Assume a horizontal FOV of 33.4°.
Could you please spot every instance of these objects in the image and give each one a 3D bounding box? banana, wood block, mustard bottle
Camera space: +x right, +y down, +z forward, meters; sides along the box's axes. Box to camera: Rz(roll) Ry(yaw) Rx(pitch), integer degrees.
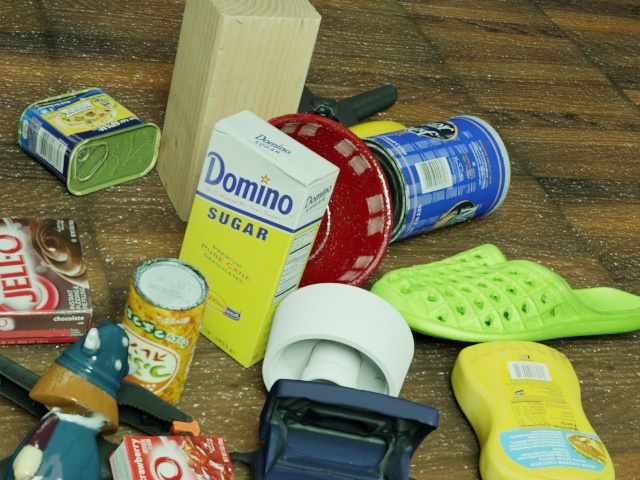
[{"bbox_3d":[0.032,-0.081,1.049,0.197,0.070,0.037,-16,39,-38],"label":"banana"},{"bbox_3d":[-0.078,-0.125,0.944,0.090,0.206,0.090,-3,39,-26],"label":"wood block"},{"bbox_3d":[0.162,0.157,0.785,0.096,0.058,0.191,6,36,-13],"label":"mustard bottle"}]

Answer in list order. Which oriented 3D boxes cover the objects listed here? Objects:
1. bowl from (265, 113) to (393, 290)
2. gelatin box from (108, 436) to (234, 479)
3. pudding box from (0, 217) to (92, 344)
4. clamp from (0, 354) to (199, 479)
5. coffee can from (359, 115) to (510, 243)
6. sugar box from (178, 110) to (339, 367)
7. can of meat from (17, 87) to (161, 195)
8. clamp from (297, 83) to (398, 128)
[{"bbox_3d":[-0.019,-0.026,0.924,0.161,0.055,0.162,5,79,-27],"label":"bowl"},{"bbox_3d":[-0.086,0.167,0.667,0.073,0.030,0.089,7,48,-35],"label":"gelatin box"},{"bbox_3d":[-0.227,0.030,0.815,0.089,0.039,0.113,0,38,-21],"label":"pudding box"},{"bbox_3d":[-0.169,0.118,0.711,0.171,0.039,0.120,1,57,-26],"label":"clamp"},{"bbox_3d":[0.096,-0.058,1.016,0.140,0.103,0.103,-16,46,-38],"label":"coffee can"},{"bbox_3d":[-0.056,0.001,0.806,0.093,0.176,0.048,34,38,22],"label":"sugar box"},{"bbox_3d":[-0.213,-0.094,0.977,0.084,0.057,0.101,36,38,28],"label":"can of meat"},{"bbox_3d":[-0.008,-0.139,1.141,0.164,0.036,0.209,18,35,1],"label":"clamp"}]
